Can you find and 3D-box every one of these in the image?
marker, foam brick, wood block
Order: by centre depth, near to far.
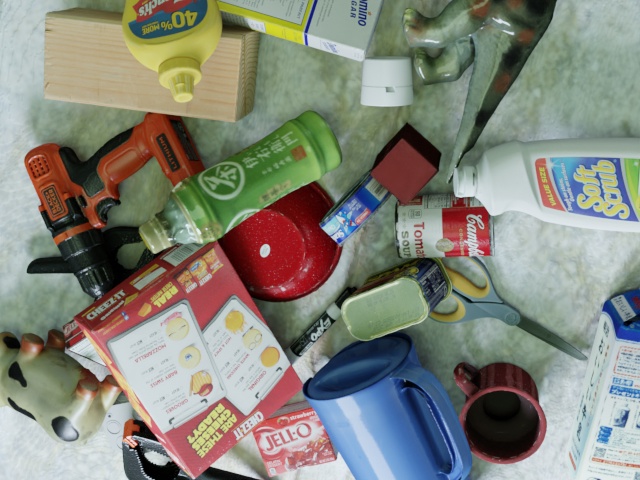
[{"bbox_3d":[0.090,-0.081,1.115,0.051,0.078,0.053,41,109,-6],"label":"foam brick"},{"bbox_3d":[-0.176,-0.186,1.122,0.206,0.090,0.091,8,107,7],"label":"wood block"},{"bbox_3d":[0.001,0.096,1.216,0.020,0.020,0.121,42,109,-5],"label":"marker"}]

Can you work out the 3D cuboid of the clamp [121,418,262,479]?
[{"bbox_3d":[-0.173,0.285,1.262,0.165,0.036,0.209,-33,124,19],"label":"clamp"}]

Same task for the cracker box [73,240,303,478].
[{"bbox_3d":[-0.139,0.122,1.159,0.164,0.072,0.213,-38,117,-18],"label":"cracker box"}]

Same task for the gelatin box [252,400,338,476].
[{"bbox_3d":[-0.031,0.232,1.257,0.089,0.030,0.073,-16,103,14],"label":"gelatin box"}]

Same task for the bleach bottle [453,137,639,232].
[{"bbox_3d":[0.261,-0.052,1.077,0.251,0.068,0.102,-1,105,-2],"label":"bleach bottle"}]

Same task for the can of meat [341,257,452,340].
[{"bbox_3d":[0.081,0.063,1.147,0.102,0.083,0.057,-23,95,26],"label":"can of meat"}]

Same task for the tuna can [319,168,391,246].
[{"bbox_3d":[0.038,-0.036,1.134,0.034,0.086,0.086,44,109,-4],"label":"tuna can"}]

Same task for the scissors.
[{"bbox_3d":[0.192,0.091,1.184,0.201,0.016,0.096,45,110,-6],"label":"scissors"}]

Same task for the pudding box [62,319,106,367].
[{"bbox_3d":[-0.222,0.107,1.214,0.090,0.039,0.113,-31,141,17],"label":"pudding box"}]

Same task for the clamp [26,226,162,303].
[{"bbox_3d":[-0.244,0.047,1.230,0.172,0.039,0.120,-25,101,16],"label":"clamp"}]

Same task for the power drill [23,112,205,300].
[{"bbox_3d":[-0.218,-0.049,1.171,0.188,0.057,0.184,-25,89,12],"label":"power drill"}]

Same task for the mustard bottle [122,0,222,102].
[{"bbox_3d":[-0.146,-0.222,1.037,0.096,0.058,0.191,-12,71,3],"label":"mustard bottle"}]

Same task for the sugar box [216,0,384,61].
[{"bbox_3d":[-0.025,-0.252,1.085,0.176,0.048,0.093,18,84,1],"label":"sugar box"}]

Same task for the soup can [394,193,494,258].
[{"bbox_3d":[0.133,-0.015,1.134,0.102,0.068,0.068,-2,107,11],"label":"soup can"}]

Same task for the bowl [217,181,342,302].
[{"bbox_3d":[-0.058,0.001,1.178,0.162,0.055,0.162,3,108,9],"label":"bowl"}]

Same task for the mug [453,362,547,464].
[{"bbox_3d":[0.191,0.178,1.176,0.117,0.081,0.093,40,109,-4],"label":"mug"}]

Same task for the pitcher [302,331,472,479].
[{"bbox_3d":[0.095,0.233,1.181,0.145,0.149,0.243,-25,105,6],"label":"pitcher"}]
